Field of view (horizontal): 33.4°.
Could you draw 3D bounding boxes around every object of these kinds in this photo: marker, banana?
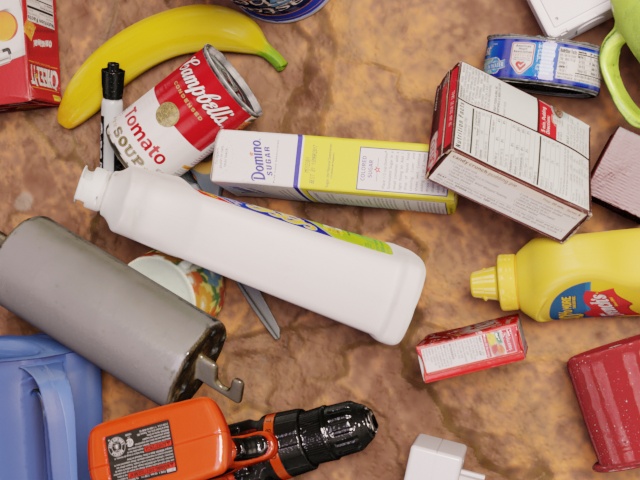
[{"bbox_3d":[-0.167,-0.083,0.856,0.020,0.020,0.121,11,113,12],"label":"marker"},{"bbox_3d":[-0.129,-0.146,0.855,0.198,0.037,0.069,-13,88,13],"label":"banana"}]

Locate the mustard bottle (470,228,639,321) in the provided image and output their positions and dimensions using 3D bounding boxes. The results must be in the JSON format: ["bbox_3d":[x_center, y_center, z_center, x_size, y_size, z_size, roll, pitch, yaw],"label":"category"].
[{"bbox_3d":[0.203,0.025,0.755,0.192,0.096,0.058,-4,70,13],"label":"mustard bottle"}]

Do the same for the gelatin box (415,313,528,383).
[{"bbox_3d":[0.112,0.077,0.780,0.073,0.089,0.030,-15,88,12],"label":"gelatin box"}]

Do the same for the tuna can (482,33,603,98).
[{"bbox_3d":[0.160,-0.124,0.766,0.086,0.086,0.034,9,95,12],"label":"tuna can"}]

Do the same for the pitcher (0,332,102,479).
[{"bbox_3d":[-0.227,0.196,0.836,0.145,0.149,0.243,-2,94,13],"label":"pitcher"}]

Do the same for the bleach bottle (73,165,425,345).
[{"bbox_3d":[-0.055,0.001,0.776,0.250,0.102,0.068,19,96,-8],"label":"bleach bottle"}]

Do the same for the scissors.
[{"bbox_3d":[-0.074,-0.024,0.857,0.202,0.016,0.096,44,100,8],"label":"scissors"}]

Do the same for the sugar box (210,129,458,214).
[{"bbox_3d":[0.015,-0.051,0.791,0.176,0.093,0.048,8,87,8],"label":"sugar box"}]

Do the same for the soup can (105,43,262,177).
[{"bbox_3d":[-0.105,-0.093,0.819,0.102,0.068,0.068,-36,84,12],"label":"soup can"}]

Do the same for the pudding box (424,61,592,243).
[{"bbox_3d":[0.129,-0.061,0.725,0.113,0.090,0.039,23,140,-12],"label":"pudding box"}]

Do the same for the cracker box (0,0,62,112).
[{"bbox_3d":[-0.304,-0.210,0.876,0.164,0.072,0.214,-4,92,13],"label":"cracker box"}]

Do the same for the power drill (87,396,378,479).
[{"bbox_3d":[-0.065,0.152,0.774,0.185,0.187,0.057,-20,71,15],"label":"power drill"}]
